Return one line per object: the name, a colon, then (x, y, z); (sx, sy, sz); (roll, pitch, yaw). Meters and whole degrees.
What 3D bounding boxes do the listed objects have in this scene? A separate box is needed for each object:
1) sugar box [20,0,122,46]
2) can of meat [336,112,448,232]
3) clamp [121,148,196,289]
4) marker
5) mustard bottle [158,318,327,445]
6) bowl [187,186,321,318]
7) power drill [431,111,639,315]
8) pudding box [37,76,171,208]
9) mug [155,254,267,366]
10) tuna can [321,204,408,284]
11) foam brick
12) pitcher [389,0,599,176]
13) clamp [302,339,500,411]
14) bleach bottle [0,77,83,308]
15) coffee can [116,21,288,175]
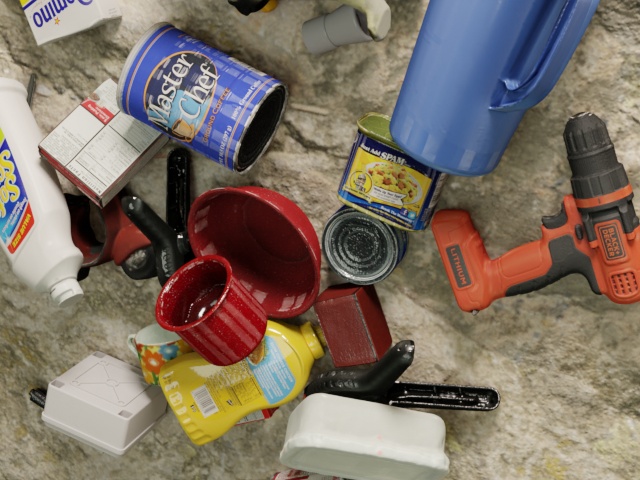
sugar box: (-0.283, -0.301, 1.111); (0.093, 0.048, 0.176); (-14, 102, 26)
can of meat: (0.073, -0.065, 1.043); (0.102, 0.057, 0.084); (25, 118, 13)
clamp: (-0.154, -0.010, 1.146); (0.039, 0.120, 0.171); (6, 132, 27)
marker: (-0.313, 0.223, 1.325); (0.121, 0.020, 0.020); (35, 118, 7)
mustard bottle: (-0.070, 0.138, 1.148); (0.191, 0.058, 0.096); (-26, 101, 1)
bowl: (-0.057, 0.001, 1.106); (0.162, 0.055, 0.162); (21, 134, 23)
power drill: (0.204, -0.014, 1.008); (0.188, 0.057, 0.184); (-14, 99, 27)
pudding box: (-0.227, -0.104, 1.126); (0.090, 0.039, 0.113); (41, 74, 4)
mug: (-0.112, 0.069, 1.096); (0.093, 0.117, 0.081); (-39, 128, 1)
tuna can: (0.044, 0.001, 1.092); (0.086, 0.033, 0.086); (7, 111, 20)
foam brick: (0.034, 0.086, 1.116); (0.051, 0.053, 0.078); (-14, 101, 26)
pitcher: (0.152, -0.175, 0.926); (0.145, 0.149, 0.243); (27, 120, 12)
clamp: (0.070, 0.158, 1.113); (0.164, 0.036, 0.210); (28, 146, -35)
bleach bottle: (-0.314, -0.046, 1.143); (0.103, 0.068, 0.251); (-36, 73, 21)
coffee can: (-0.117, -0.142, 1.068); (0.140, 0.102, 0.103); (29, 117, 10)
